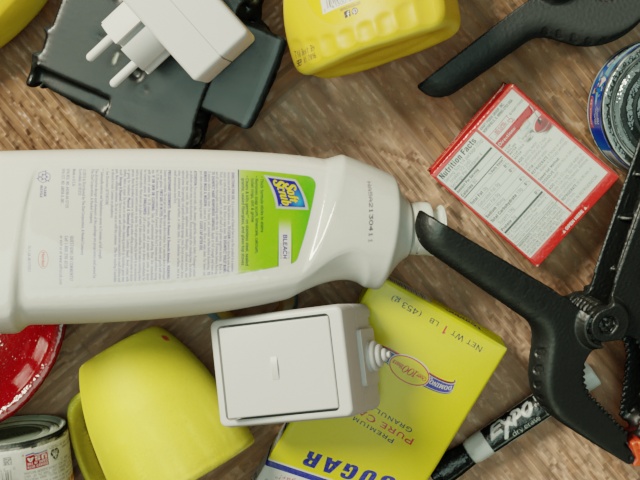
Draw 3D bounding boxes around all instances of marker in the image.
[{"bbox_3d":[0.120,0.115,0.669,0.121,0.020,0.020,-35,95,5],"label":"marker"}]

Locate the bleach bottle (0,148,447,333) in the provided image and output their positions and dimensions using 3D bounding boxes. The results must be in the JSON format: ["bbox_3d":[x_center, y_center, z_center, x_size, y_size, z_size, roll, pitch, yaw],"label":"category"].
[{"bbox_3d":[-0.054,0.001,0.597,0.250,0.068,0.102,1,85,-8],"label":"bleach bottle"}]

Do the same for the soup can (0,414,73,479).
[{"bbox_3d":[-0.185,0.166,0.658,0.068,0.068,0.102,-4,96,2],"label":"soup can"}]

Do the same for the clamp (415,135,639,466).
[{"bbox_3d":[0.165,0.035,0.620,0.164,0.036,0.210,-30,110,-5],"label":"clamp"}]

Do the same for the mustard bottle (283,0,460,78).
[{"bbox_3d":[0.011,-0.196,0.604,0.096,0.058,0.191,-15,86,28],"label":"mustard bottle"}]

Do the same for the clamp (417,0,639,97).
[{"bbox_3d":[0.129,-0.142,0.627,0.171,0.039,0.120,3,100,1],"label":"clamp"}]

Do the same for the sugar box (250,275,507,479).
[{"bbox_3d":[0.030,0.115,0.657,0.093,0.048,0.176,29,95,0],"label":"sugar box"}]

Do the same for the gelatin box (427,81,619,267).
[{"bbox_3d":[0.121,-0.040,0.644,0.089,0.030,0.073,40,98,-3],"label":"gelatin box"}]
